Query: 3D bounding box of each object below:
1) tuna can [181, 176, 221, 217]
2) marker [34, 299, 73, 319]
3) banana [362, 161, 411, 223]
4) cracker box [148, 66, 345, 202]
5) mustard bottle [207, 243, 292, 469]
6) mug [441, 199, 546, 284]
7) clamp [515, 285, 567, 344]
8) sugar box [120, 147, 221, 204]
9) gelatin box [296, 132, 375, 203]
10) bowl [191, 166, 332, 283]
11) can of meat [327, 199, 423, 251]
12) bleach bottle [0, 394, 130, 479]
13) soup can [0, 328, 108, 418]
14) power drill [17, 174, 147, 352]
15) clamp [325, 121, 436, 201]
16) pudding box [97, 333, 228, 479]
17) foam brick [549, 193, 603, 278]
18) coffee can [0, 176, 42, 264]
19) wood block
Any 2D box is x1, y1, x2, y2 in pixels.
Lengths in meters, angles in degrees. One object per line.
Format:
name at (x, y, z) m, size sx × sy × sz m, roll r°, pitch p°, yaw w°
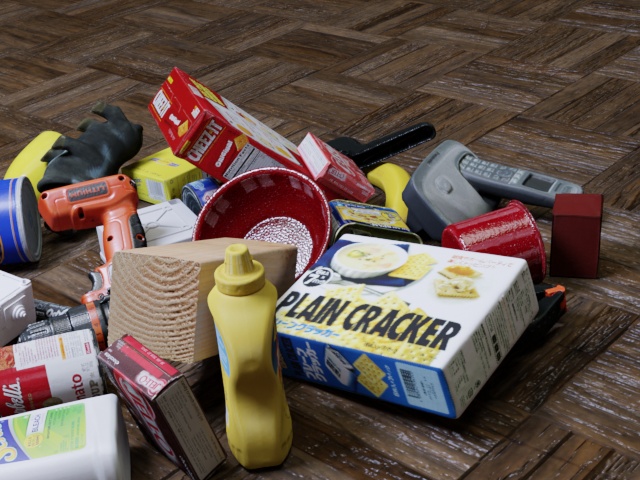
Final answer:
tuna can at (-0.132, -0.030, 1.256) m, size 0.033 × 0.086 × 0.086 m, roll -20°, pitch 31°, yaw -21°
marker at (-0.275, 0.080, 1.146) m, size 0.121 × 0.020 × 0.020 m, roll 9°, pitch 31°, yaw 25°
banana at (0.086, -0.057, 1.326) m, size 0.069 × 0.037 × 0.198 m, roll -36°, pitch 27°, yaw 4°
cracker box at (-0.091, -0.104, 1.281) m, size 0.213 × 0.072 × 0.164 m, roll 30°, pitch 12°, yaw -30°
mustard bottle at (-0.060, 0.090, 0.900) m, size 0.058 × 0.192 × 0.096 m, roll -7°, pitch 28°, yaw -3°
mug at (0.176, 0.014, 1.128) m, size 0.081 × 0.093 × 0.117 m, roll -17°, pitch -2°, yaw -11°
clamp at (0.157, 0.078, 1.050) m, size 0.171 × 0.039 × 0.120 m, roll -20°, pitch 36°, yaw -19°
sugar box at (-0.171, -0.102, 1.442) m, size 0.093 × 0.048 × 0.175 m, roll 17°, pitch 37°, yaw 39°
gelatin box at (0.018, -0.084, 1.257) m, size 0.073 × 0.030 × 0.089 m, roll 30°, pitch 15°, yaw -30°
bowl at (-0.058, 0.001, 1.170) m, size 0.162 × 0.055 × 0.162 m, roll -8°, pitch 62°, yaw 15°
can of meat at (0.052, -0.003, 1.182) m, size 0.102 × 0.057 × 0.084 m, roll 10°, pitch 21°, yaw -17°
bleach bottle at (-0.287, 0.196, 0.885) m, size 0.250 × 0.068 × 0.102 m, roll -11°, pitch 28°, yaw -5°
soup can at (-0.257, 0.125, 1.004) m, size 0.102 × 0.068 × 0.068 m, roll -12°, pitch 28°, yaw -13°
power drill at (-0.237, 0.030, 1.114) m, size 0.184 × 0.057 × 0.188 m, roll -14°, pitch 62°, yaw -16°
clamp at (0.042, -0.100, 1.362) m, size 0.164 × 0.036 × 0.210 m, roll -45°, pitch 31°, yaw -16°
pudding box at (-0.132, 0.141, 0.899) m, size 0.039 × 0.113 × 0.090 m, roll -40°, pitch 40°, yaw -21°
foam brick at (0.274, -0.005, 1.144) m, size 0.051 × 0.078 × 0.053 m, roll 5°, pitch 30°, yaw 16°
coffee can at (-0.411, -0.017, 1.264) m, size 0.140 × 0.103 × 0.103 m, roll -7°, pitch 28°, yaw -3°
wood block at (-0.106, 0.050, 1.013) m, size 0.090 × 0.091 × 0.205 m, roll 6°, pitch 6°, yaw 22°
